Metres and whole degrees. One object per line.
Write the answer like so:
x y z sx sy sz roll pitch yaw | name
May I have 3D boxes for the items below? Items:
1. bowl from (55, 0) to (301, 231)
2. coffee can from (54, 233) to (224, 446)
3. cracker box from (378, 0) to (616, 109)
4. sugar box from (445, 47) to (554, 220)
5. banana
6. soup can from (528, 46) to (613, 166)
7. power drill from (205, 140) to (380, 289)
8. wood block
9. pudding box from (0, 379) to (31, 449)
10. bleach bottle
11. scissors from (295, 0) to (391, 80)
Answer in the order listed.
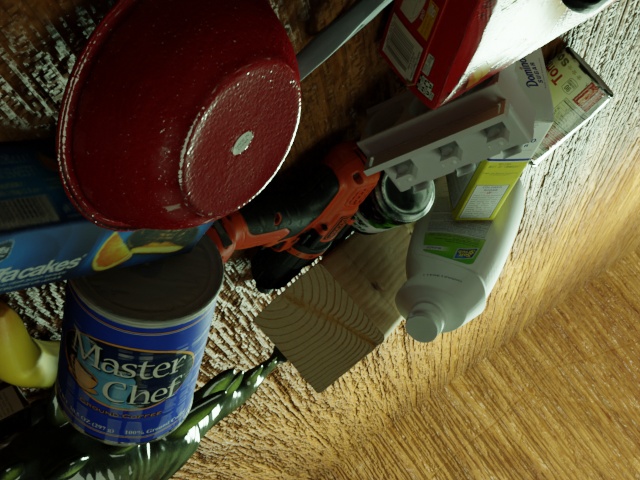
-0.060 -0.065 0.567 0.161 0.055 0.162 -39 147 -32 | bowl
-0.129 0.062 0.743 0.102 0.103 0.140 -24 148 -36 | coffee can
0.153 -0.195 0.711 0.213 0.072 0.164 -31 163 -20 | cracker box
0.151 -0.097 0.929 0.048 0.093 0.176 0 155 -12 | sugar box
-0.211 0.080 0.801 0.069 0.037 0.197 -56 163 2 | banana
0.225 -0.130 1.040 0.102 0.068 0.068 -43 162 20 | soup can
-0.056 0.001 0.860 0.187 0.057 0.185 -23 159 -44 | power drill
0.033 0.049 1.014 0.090 0.091 0.205 -42 178 25 | wood block
-0.280 0.157 0.856 0.089 0.039 0.114 -28 161 -25 | pudding box
0.121 0.013 1.001 0.250 0.103 0.068 -54 143 -53 | bleach bottle
0.031 -0.136 0.599 0.096 0.016 0.202 -46 -172 -22 | scissors
